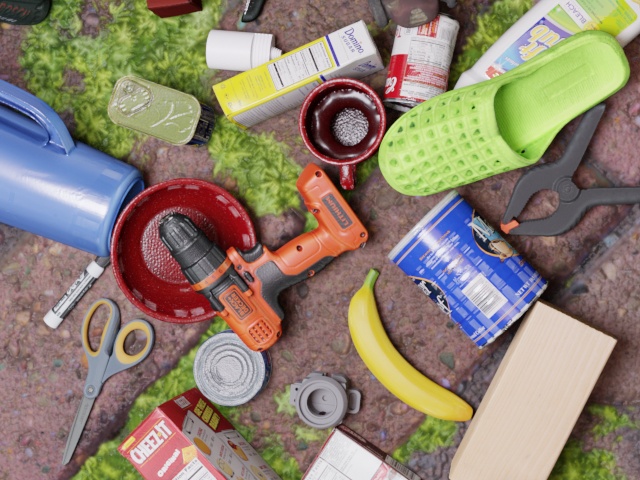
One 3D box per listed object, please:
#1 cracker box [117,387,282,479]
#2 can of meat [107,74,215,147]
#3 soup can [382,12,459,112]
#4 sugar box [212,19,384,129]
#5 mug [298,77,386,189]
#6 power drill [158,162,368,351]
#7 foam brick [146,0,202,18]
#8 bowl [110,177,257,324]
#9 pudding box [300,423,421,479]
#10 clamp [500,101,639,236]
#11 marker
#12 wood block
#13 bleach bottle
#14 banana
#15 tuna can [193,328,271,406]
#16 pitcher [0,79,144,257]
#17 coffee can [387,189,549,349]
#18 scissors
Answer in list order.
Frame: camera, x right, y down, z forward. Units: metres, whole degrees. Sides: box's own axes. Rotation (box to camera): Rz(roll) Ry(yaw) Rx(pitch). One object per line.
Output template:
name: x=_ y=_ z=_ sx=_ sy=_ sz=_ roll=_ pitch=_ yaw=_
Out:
cracker box: x=-0.104 y=0.266 z=1.145 sx=0.072 sy=0.164 sz=0.214 roll=-45 pitch=84 yaw=4
can of meat: x=-0.174 y=-0.141 z=1.191 sx=0.102 sy=0.084 sz=0.057 roll=19 pitch=94 yaw=8
soup can: x=0.109 y=-0.192 z=1.152 sx=0.068 sy=0.068 sz=0.102 roll=11 pitch=89 yaw=9
sugar box: x=-0.021 y=-0.179 z=1.163 sx=0.176 sy=0.093 sz=0.048 roll=-25 pitch=85 yaw=8
mug: x=0.029 y=-0.113 z=1.161 sx=0.093 sy=0.081 sz=0.117 roll=-6 pitch=90 yaw=9
power drill: x=-0.058 y=0.001 z=1.153 sx=0.187 sy=0.057 sz=0.184 roll=-39 pitch=108 yaw=-3
foam brick: x=-0.169 y=-0.296 z=1.205 sx=0.051 sy=0.053 sz=0.078 roll=-9 pitch=88 yaw=9
bowl: x=-0.154 y=0.009 z=1.189 sx=0.162 sy=0.055 sz=0.162 roll=-2 pitch=98 yaw=-14
pudding box: x=0.041 y=0.272 z=1.185 sx=0.113 sy=0.039 sz=0.090 roll=34 pitch=96 yaw=9
clamp: x=0.275 y=-0.051 z=1.145 sx=0.171 sy=0.039 sz=0.120 roll=-43 pitch=80 yaw=13
marker: x=-0.278 y=0.052 z=1.242 sx=0.020 sy=0.020 sz=0.121 roll=42 pitch=97 yaw=6
wood block: x=0.223 y=0.172 z=1.130 sx=0.091 sy=0.090 sz=0.206 roll=26 pitch=95 yaw=8
bleach bottle: x=0.236 y=-0.188 z=1.139 sx=0.251 sy=0.068 sz=0.102 roll=-43 pitch=90 yaw=10
banana: x=0.086 y=0.129 z=1.177 sx=0.070 sy=0.037 sz=0.198 roll=-35 pitch=85 yaw=9
tuna can: x=-0.100 y=0.144 z=1.208 sx=0.086 sy=0.033 sz=0.086 roll=0 pitch=91 yaw=9
pitcher: x=-0.324 y=-0.080 z=1.191 sx=0.243 sy=0.149 sz=0.145 roll=21 pitch=82 yaw=5
coffee can: x=0.156 y=0.030 z=1.132 sx=0.103 sy=0.102 sz=0.140 roll=-45 pitch=84 yaw=7
scissors: x=-0.246 y=0.168 z=1.240 sx=0.096 sy=0.016 sz=0.202 roll=6 pitch=92 yaw=9
